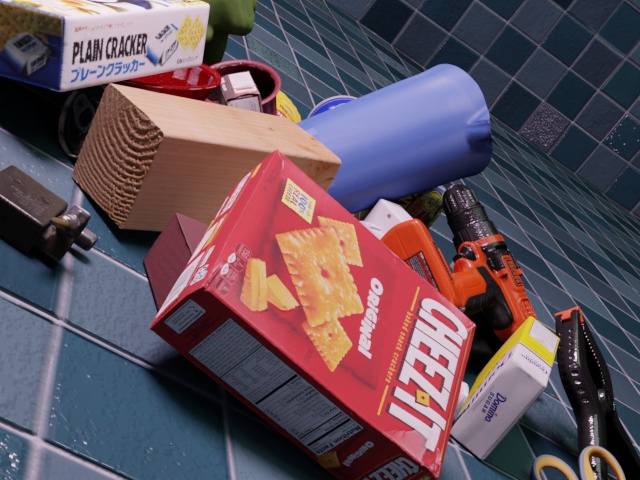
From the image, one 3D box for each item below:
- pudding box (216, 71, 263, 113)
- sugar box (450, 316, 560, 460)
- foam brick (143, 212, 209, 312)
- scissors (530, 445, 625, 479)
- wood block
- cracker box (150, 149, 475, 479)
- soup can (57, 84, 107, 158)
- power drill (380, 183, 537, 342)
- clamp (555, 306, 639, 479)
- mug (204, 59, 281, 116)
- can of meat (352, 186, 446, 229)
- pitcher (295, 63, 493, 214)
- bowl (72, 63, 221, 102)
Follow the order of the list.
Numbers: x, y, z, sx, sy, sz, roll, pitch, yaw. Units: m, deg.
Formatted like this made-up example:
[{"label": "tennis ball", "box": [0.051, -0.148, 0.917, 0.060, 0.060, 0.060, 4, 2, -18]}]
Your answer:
[{"label": "pudding box", "box": [-0.073, -0.104, 1.070, 0.090, 0.039, 0.113, -117, -166, -65]}, {"label": "sugar box", "box": [0.177, 0.134, 1.008, 0.048, 0.093, 0.176, 39, 16, 10]}, {"label": "foam brick", "box": [-0.096, 0.025, 0.816, 0.052, 0.051, 0.078, 26, 20, -30]}, {"label": "scissors", "box": [0.232, 0.254, 0.922, 0.096, 0.016, 0.201, 9, 37, 2]}, {"label": "wood block", "box": [-0.094, -0.063, 0.923, 0.205, 0.091, 0.090, 4, 30, -47]}, {"label": "cracker box", "box": [0.006, 0.060, 0.764, 0.213, 0.072, 0.164, 40, 39, -13]}, {"label": "soup can", "box": [-0.173, -0.095, 0.952, 0.102, 0.068, 0.069, 17, 26, -51]}, {"label": "power drill", "box": [0.139, 0.020, 1.092, 0.187, 0.057, 0.184, 1, 60, -52]}, {"label": "clamp", "box": [0.283, 0.173, 1.088, 0.164, 0.036, 0.210, 22, 52, -53]}, {"label": "mug", "box": [-0.100, -0.139, 1.167, 0.117, 0.081, 0.093, 2, 43, 2]}, {"label": "can of meat", "box": [0.096, -0.043, 1.308, 0.083, 0.102, 0.057, 25, 20, -41]}, {"label": "pitcher", "box": [0.055, -0.101, 1.179, 0.242, 0.149, 0.145, -21, 66, -27]}, {"label": "bowl", "box": [-0.181, -0.149, 1.049, 0.162, 0.055, 0.162, 12, 21, -5]}]
